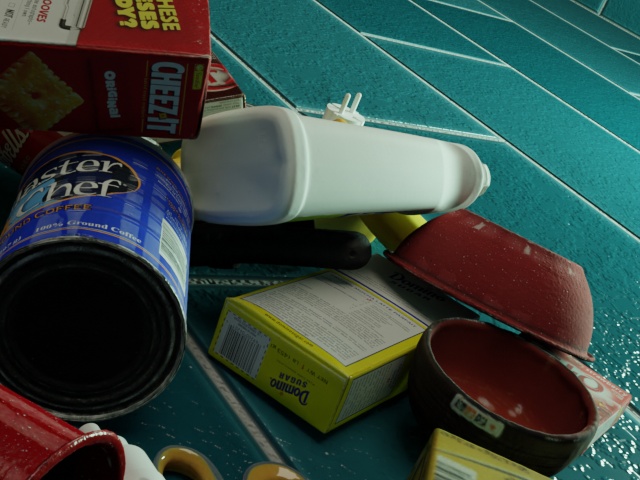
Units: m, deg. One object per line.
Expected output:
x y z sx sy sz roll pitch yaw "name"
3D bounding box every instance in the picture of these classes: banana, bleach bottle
0.070 -0.013 0.824 0.197 0.037 0.069 37 41 -25 "banana"
0.034 -0.044 0.701 0.103 0.068 0.250 0 1 44 "bleach bottle"

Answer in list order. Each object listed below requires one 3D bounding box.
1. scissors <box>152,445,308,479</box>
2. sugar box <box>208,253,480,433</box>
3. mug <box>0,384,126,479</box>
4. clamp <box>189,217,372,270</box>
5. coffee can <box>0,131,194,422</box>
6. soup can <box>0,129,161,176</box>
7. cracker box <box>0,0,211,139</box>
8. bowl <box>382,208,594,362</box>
-0.006 0.158 0.468 0.096 0.016 0.202 -1 33 -44 "scissors"
0.021 0.058 0.673 0.093 0.048 0.175 32 21 26 "sugar box"
-0.130 0.097 0.408 0.081 0.093 0.117 26 -8 18 "mug"
-0.055 0.001 0.693 0.171 0.039 0.120 -4 4 -28 "clamp"
-0.120 0.013 0.565 0.102 0.103 0.140 18 24 -13 "coffee can"
-0.165 -0.062 0.707 0.102 0.069 0.068 33 21 -13 "soup can"
-0.174 -0.139 0.607 0.213 0.072 0.164 3 49 -12 "cracker box"
0.126 0.022 0.733 0.162 0.055 0.162 26 5 -3 "bowl"
